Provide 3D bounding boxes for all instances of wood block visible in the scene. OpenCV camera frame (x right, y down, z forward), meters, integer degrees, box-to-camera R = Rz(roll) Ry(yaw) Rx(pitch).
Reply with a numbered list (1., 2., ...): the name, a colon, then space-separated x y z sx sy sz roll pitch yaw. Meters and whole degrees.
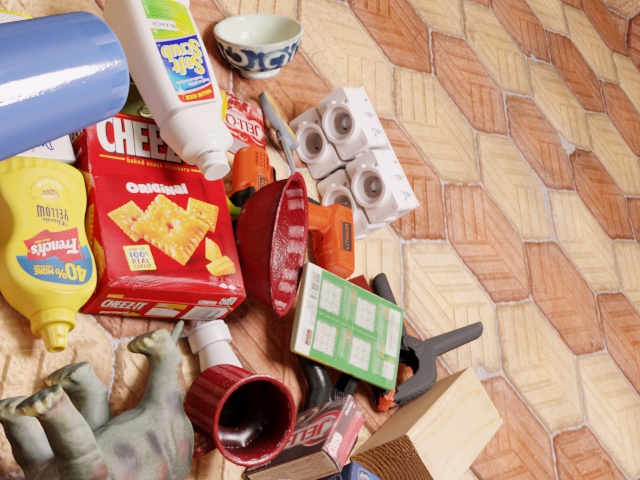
1. wood block: 0.136 0.247 1.319 0.090 0.091 0.205 59 33 0

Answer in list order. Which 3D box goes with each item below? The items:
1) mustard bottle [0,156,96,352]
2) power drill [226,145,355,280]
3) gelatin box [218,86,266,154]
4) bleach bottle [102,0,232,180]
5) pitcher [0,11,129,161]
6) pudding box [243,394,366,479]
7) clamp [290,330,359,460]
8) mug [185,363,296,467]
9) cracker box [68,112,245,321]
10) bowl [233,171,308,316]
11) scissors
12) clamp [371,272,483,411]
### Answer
1. mustard bottle: -0.262 0.015 1.013 0.096 0.058 0.191 10 57 -42
2. power drill: -0.037 -0.009 1.327 0.187 0.057 0.184 27 52 -40
3. gelatin box: -0.111 -0.149 1.369 0.089 0.030 0.073 25 46 -40
4. bleach bottle: -0.152 -0.170 1.162 0.102 0.068 0.251 1 52 -44
5. pitcher: -0.305 -0.139 0.974 0.242 0.145 0.149 -27 94 -42
6. pudding box: -0.016 0.216 1.124 0.039 0.114 0.090 54 33 -13
7. clamp: 0.005 0.181 1.249 0.120 0.039 0.171 32 40 -28
8. mug: -0.093 0.178 1.070 0.117 0.082 0.093 -36 114 -23
9. cracker box: -0.177 -0.027 1.125 0.163 0.072 0.214 8 58 -37
10. bowl: -0.058 0.001 1.185 0.162 0.055 0.162 7 90 -79
11. scissors: -0.040 -0.122 1.393 0.096 0.016 0.202 51 12 -45
12. clamp: 0.108 0.135 1.398 0.164 0.036 0.209 31 45 9
